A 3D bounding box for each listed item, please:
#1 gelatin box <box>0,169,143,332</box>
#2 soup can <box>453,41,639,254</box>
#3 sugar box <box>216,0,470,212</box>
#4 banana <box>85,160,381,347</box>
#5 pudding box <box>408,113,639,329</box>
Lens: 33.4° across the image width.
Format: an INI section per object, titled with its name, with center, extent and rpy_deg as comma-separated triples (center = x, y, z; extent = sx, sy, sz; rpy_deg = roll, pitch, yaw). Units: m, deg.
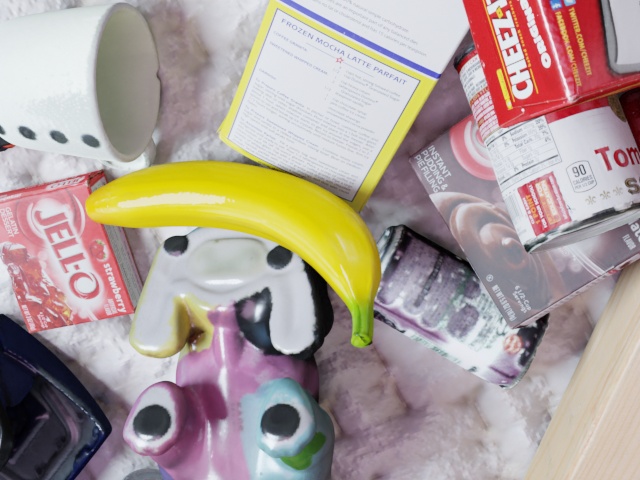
[gelatin box]
center = -0.157, 0.007, 0.654
extent = 0.073, 0.030, 0.089
rpy_deg = -11, 109, 13
[soup can]
center = 0.113, -0.052, 0.515
extent = 0.069, 0.068, 0.102
rpy_deg = -21, 80, 17
[sugar box]
center = 0.016, -0.098, 0.539
extent = 0.093, 0.048, 0.176
rpy_deg = 27, 138, -3
[banana]
center = -0.040, -0.011, 0.576
extent = 0.198, 0.069, 0.037
rpy_deg = 22, 147, 30
[pudding box]
center = 0.114, -0.023, 0.572
extent = 0.090, 0.039, 0.113
rpy_deg = -35, 78, 20
